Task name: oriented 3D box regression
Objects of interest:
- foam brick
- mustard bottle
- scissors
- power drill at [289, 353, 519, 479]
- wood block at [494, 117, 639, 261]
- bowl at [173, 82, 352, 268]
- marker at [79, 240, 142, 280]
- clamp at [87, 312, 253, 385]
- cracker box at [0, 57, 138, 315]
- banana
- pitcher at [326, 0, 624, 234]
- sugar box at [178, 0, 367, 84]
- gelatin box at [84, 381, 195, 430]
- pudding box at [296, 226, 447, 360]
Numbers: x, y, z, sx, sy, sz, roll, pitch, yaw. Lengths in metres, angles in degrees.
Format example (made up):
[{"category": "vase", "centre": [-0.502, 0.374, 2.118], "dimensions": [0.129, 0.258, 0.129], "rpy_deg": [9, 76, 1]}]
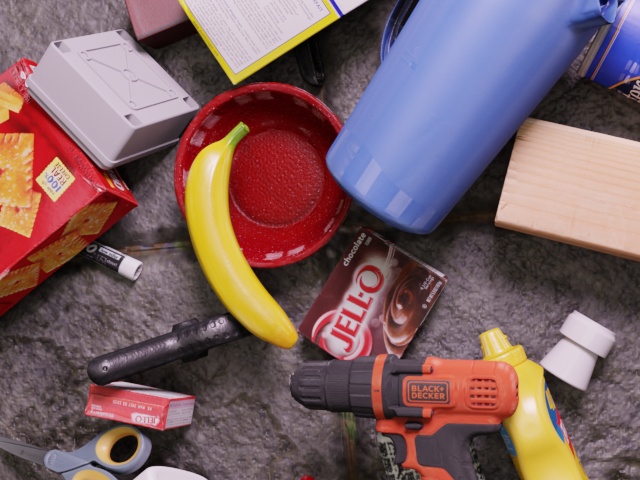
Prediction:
[{"category": "foam brick", "centre": [-0.131, -0.213, 0.963], "dimensions": [0.078, 0.053, 0.051], "rpy_deg": [-20, 86, 8]}, {"category": "mustard bottle", "centre": [0.178, 0.163, 0.884], "dimensions": [0.058, 0.096, 0.191], "rpy_deg": [-25, 85, 9]}, {"category": "scissors", "centre": [-0.221, 0.185, 0.957], "dimensions": [0.202, 0.016, 0.096], "rpy_deg": [26, 76, 43]}, {"category": "power drill", "centre": [0.065, 0.184, 0.844], "dimensions": [0.185, 0.057, 0.187], "rpy_deg": [-1, 90, 18]}, {"category": "wood block", "centre": [0.254, -0.031, 0.875], "dimensions": [0.206, 0.090, 0.091], "rpy_deg": [15, 91, 10]}, {"category": "bowl", "centre": [-0.045, -0.056, 0.945], "dimensions": [0.162, 0.055, 0.162], "rpy_deg": [0, 90, 10]}, {"category": "marker", "centre": [-0.223, 0.004, 0.995], "dimensions": [0.121, 0.020, 0.020], "rpy_deg": [25, 94, 9]}, {"category": "clamp", "centre": [-0.121, 0.090, 0.930], "dimensions": [0.171, 0.120, 0.039], "rpy_deg": [-22, 92, 5]}, {"category": "cracker box", "centre": [-0.296, -0.036, 0.966], "dimensions": [0.214, 0.072, 0.164], "rpy_deg": [-37, 69, 7]}, {"category": "banana", "centre": [-0.074, 0.002, 0.903], "dimensions": [0.070, 0.037, 0.198], "rpy_deg": [-14, 88, 12]}, {"category": "pitcher", "centre": [0.106, -0.134, 0.837], "dimensions": [0.145, 0.149, 0.243], "rpy_deg": [35, 107, -2]}, {"category": "sugar box", "centre": [-0.024, -0.216, 0.888], "dimensions": [0.176, 0.048, 0.093], "rpy_deg": [-29, 107, 18]}, {"category": "gelatin box", "centre": [-0.158, 0.147, 0.947], "dimensions": [0.073, 0.089, 0.030], "rpy_deg": [9, 86, 9]}, {"category": "pudding box", "centre": [0.046, 0.057, 0.937], "dimensions": [0.090, 0.039, 0.113], "rpy_deg": [32, 95, 9]}]
